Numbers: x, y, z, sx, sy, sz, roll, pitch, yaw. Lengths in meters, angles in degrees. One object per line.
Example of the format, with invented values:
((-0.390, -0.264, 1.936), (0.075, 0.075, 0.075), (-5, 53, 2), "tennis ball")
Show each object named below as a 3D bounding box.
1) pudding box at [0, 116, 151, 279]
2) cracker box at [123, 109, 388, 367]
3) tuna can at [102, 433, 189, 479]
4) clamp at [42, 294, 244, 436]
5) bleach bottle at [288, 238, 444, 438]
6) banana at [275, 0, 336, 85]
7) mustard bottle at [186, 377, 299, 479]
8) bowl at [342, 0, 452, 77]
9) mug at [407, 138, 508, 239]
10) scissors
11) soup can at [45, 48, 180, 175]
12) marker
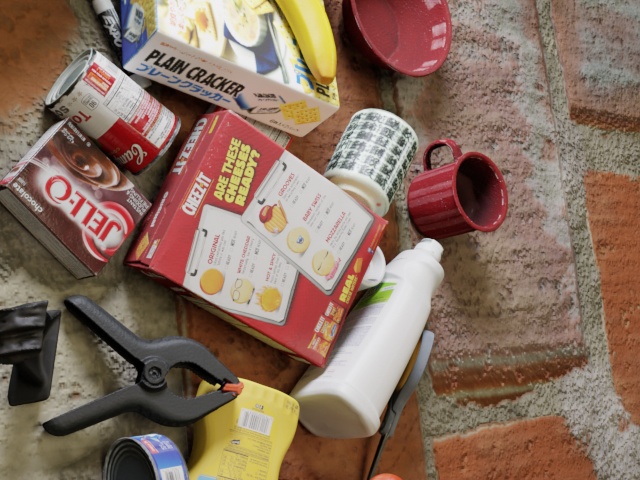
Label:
((-0.215, -0.035, 0.928), (0.113, 0.039, 0.090), (47, 53, -22), "pudding box")
((-0.057, 0.001, 1.017), (0.213, 0.072, 0.164), (33, 74, -30), "cracker box")
((-0.146, 0.206, 0.895), (0.033, 0.086, 0.086), (-1, 80, -43), "tuna can")
((-0.154, 0.126, 0.919), (0.171, 0.039, 0.120), (20, 74, -13), "clamp")
((0.067, 0.089, 1.097), (0.068, 0.103, 0.250), (51, 53, -20), "bleach bottle")
((-0.038, -0.239, 1.032), (0.198, 0.037, 0.069), (52, 52, -3), "banana")
((-0.083, 0.225, 0.962), (0.096, 0.058, 0.191), (23, 64, -24), "mustard bottle")
((0.077, -0.257, 1.228), (0.161, 0.055, 0.162), (12, 72, -39), "bowl")
((0.150, -0.058, 1.222), (0.093, 0.082, 0.117), (-24, 95, -42), "mug")
((0.071, 0.184, 1.125), (0.016, 0.096, 0.202), (23, 94, -8), "scissors")
((-0.185, -0.115, 0.955), (0.102, 0.069, 0.068), (39, 56, -26), "soup can")
((-0.193, -0.197, 1.002), (0.020, 0.020, 0.121), (-33, 101, -41), "marker")
